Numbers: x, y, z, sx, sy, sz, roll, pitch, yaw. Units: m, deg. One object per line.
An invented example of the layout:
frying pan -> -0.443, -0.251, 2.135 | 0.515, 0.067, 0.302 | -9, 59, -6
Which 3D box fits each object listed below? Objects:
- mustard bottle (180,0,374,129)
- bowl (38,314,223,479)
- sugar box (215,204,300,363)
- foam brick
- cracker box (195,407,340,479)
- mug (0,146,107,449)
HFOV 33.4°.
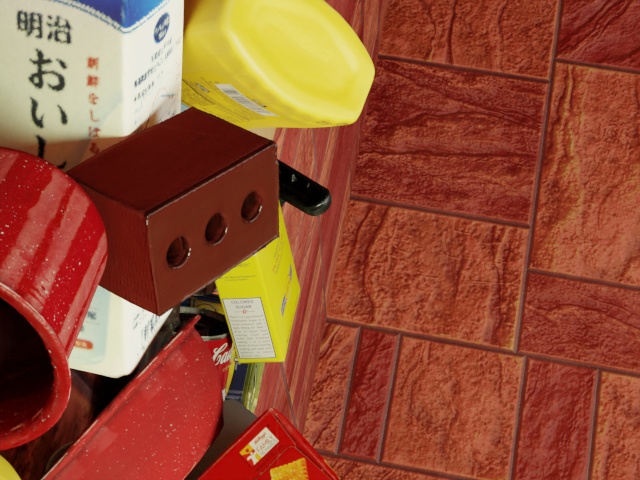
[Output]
mustard bottle -> -0.064, -0.095, 0.585 | 0.192, 0.096, 0.058 | 4, -110, 53
bowl -> -0.104, 0.117, 0.588 | 0.162, 0.055, 0.162 | -47, -178, 2
sugar box -> -0.055, 0.001, 0.828 | 0.093, 0.048, 0.176 | -80, 165, -50
foam brick -> -0.062, -0.014, 0.458 | 0.078, 0.051, 0.053 | -35, 139, -38
cracker box -> -0.058, 0.188, 0.642 | 0.164, 0.072, 0.214 | -44, 170, -8
mug -> -0.134, 0.026, 0.407 | 0.117, 0.093, 0.081 | -57, -166, 35
